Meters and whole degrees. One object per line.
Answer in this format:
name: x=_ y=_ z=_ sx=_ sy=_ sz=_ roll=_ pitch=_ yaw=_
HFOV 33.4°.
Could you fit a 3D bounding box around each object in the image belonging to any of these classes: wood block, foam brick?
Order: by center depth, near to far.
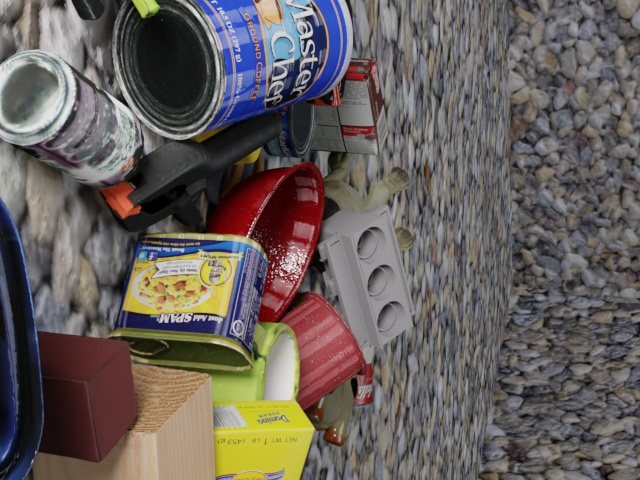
foam brick: x=-0.151 y=0.087 z=0.609 sx=0.051 sy=0.078 sz=0.053 roll=-49 pitch=141 yaw=-62
wood block: x=-0.126 y=0.194 z=0.708 sx=0.090 sy=0.090 sz=0.206 roll=-46 pitch=139 yaw=-66

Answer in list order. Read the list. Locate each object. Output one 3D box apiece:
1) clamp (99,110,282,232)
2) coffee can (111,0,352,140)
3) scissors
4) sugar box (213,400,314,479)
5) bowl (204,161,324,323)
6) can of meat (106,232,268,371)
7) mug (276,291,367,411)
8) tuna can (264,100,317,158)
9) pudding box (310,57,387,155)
clamp: x=-0.104 y=-0.037 z=0.768 sx=0.171 sy=0.039 sz=0.120 roll=-26 pitch=157 yaw=-54
coffee can: x=-0.059 y=-0.136 z=0.745 sx=0.140 sy=0.103 sz=0.103 roll=-26 pitch=122 yaw=-47
scissors: x=-0.062 y=-0.111 z=0.931 sx=0.096 sy=0.016 sz=0.202 roll=-15 pitch=116 yaw=-68
sugar box: x=-0.072 y=0.203 z=0.792 sx=0.048 sy=0.093 sz=0.176 roll=45 pitch=-54 yaw=55
bowl: x=-0.056 y=0.001 z=0.918 sx=0.162 sy=0.055 sz=0.162 roll=-53 pitch=155 yaw=-38
can of meat: x=-0.092 y=0.043 z=0.763 sx=0.057 sy=0.102 sz=0.084 roll=63 pitch=33 yaw=-60
mug: x=-0.024 y=0.100 z=0.985 sx=0.081 sy=0.117 sz=0.093 roll=-33 pitch=143 yaw=-16
tuna can: x=-0.031 y=-0.124 z=1.050 sx=0.086 sy=0.034 sz=0.086 roll=5 pitch=90 yaw=-74
pudding box: x=0.018 y=-0.141 z=1.115 sx=0.113 sy=0.090 sz=0.039 roll=77 pitch=25 yaw=-48
